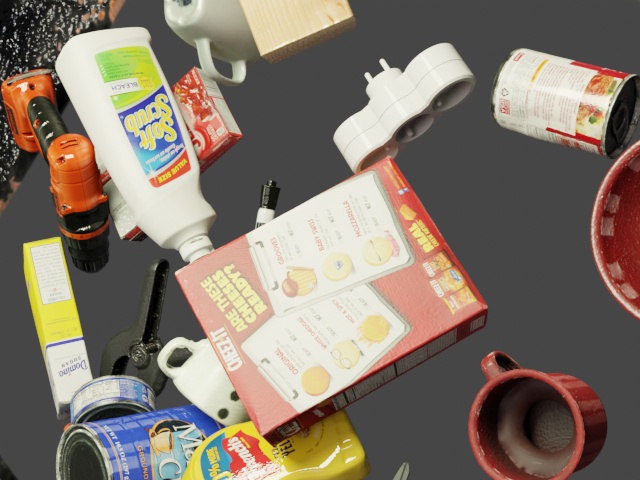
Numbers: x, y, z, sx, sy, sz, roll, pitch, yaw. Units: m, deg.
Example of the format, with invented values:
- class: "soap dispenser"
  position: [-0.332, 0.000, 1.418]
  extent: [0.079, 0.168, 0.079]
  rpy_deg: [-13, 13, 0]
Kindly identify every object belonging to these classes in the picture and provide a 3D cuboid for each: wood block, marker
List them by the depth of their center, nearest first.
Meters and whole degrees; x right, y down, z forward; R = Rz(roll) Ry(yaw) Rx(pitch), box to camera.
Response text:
- class: "wood block"
  position: [-0.047, -0.277, 0.966]
  extent: [0.091, 0.090, 0.206]
  rpy_deg: [-22, 93, 5]
- class: "marker"
  position: [-0.057, 0.001, 1.039]
  extent: [0.020, 0.020, 0.121]
  rpy_deg: [10, 91, 33]

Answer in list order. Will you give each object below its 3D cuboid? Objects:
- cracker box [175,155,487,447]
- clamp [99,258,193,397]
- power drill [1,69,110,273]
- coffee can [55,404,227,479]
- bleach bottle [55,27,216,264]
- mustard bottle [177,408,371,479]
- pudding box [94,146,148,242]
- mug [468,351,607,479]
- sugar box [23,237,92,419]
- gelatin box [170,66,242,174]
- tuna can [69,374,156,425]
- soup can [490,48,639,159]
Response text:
- class: "cracker box"
  position: [0.010, 0.051, 0.911]
  extent: [0.213, 0.072, 0.164]
  rpy_deg: [-29, 68, -4]
- class: "clamp"
  position: [-0.179, 0.103, 1.096]
  extent: [0.172, 0.039, 0.120]
  rpy_deg: [-38, 69, 25]
- class: "power drill"
  position: [-0.275, -0.077, 1.134]
  extent: [0.188, 0.057, 0.184]
  rpy_deg: [53, 153, 34]
- class: "coffee can"
  position: [-0.161, 0.212, 1.003]
  extent: [0.103, 0.140, 0.103]
  rpy_deg: [4, 96, 49]
- class: "bleach bottle"
  position: [-0.164, -0.088, 1.044]
  extent: [0.068, 0.102, 0.251]
  rpy_deg: [-45, 69, 46]
- class: "mustard bottle"
  position: [-0.058, 0.203, 0.946]
  extent: [0.191, 0.058, 0.096]
  rpy_deg: [-25, 49, -2]
- class: "pudding box"
  position: [-0.189, -0.069, 1.119]
  extent: [0.090, 0.039, 0.113]
  rpy_deg: [-36, 70, 26]
- class: "mug"
  position: [0.169, 0.138, 0.846]
  extent: [0.093, 0.081, 0.117]
  rpy_deg: [-46, 64, 21]
- class: "sugar box"
  position: [-0.278, 0.095, 1.132]
  extent: [0.093, 0.048, 0.176]
  rpy_deg: [124, 134, -66]
- class: "gelatin box"
  position: [-0.128, -0.119, 1.088]
  extent: [0.073, 0.030, 0.089]
  rpy_deg: [-37, 67, 25]
- class: "tuna can"
  position: [-0.206, 0.175, 1.065]
  extent: [0.086, 0.086, 0.034]
  rpy_deg: [-41, 40, 23]
- class: "soup can"
  position: [0.197, -0.111, 0.857]
  extent: [0.102, 0.068, 0.068]
  rpy_deg: [22, 98, 33]
